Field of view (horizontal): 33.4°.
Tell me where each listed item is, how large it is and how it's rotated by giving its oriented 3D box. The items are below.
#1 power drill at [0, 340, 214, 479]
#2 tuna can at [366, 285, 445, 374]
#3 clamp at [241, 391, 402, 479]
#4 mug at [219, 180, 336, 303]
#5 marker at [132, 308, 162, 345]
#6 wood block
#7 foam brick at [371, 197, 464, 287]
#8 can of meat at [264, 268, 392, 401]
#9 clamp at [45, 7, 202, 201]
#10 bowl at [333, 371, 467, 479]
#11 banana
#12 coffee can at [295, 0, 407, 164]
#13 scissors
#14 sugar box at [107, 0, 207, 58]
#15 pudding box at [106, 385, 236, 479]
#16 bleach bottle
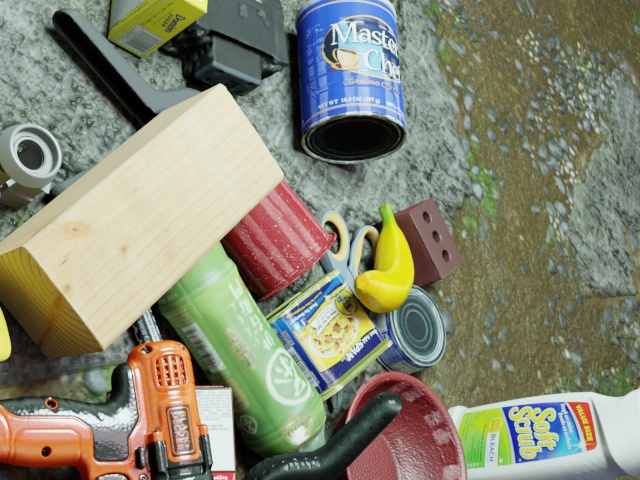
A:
[{"bbox_3d":[-0.158,0.162,0.697,0.187,0.057,0.184,-1,72,-31],"label":"power drill"},{"bbox_3d":[0.084,0.087,1.047,0.086,0.034,0.086,23,56,-39],"label":"tuna can"},{"bbox_3d":[0.004,0.200,0.838,0.120,0.171,0.039,66,-5,-22],"label":"clamp"},{"bbox_3d":[-0.056,0.001,0.907,0.117,0.093,0.081,-41,100,-11],"label":"mug"},{"bbox_3d":[-0.132,0.078,0.829,0.020,0.020,0.121,-18,85,-50],"label":"marker"},{"bbox_3d":[-0.134,-0.016,0.781,0.205,0.091,0.090,-47,111,-35],"label":"wood block"},{"bbox_3d":[0.100,0.004,1.090,0.052,0.051,0.078,-31,95,-50],"label":"foam brick"},{"bbox_3d":[0.000,0.084,0.930,0.101,0.058,0.084,-35,92,-41],"label":"can of meat"},{"bbox_3d":[-0.139,-0.082,0.886,0.209,0.036,0.164,22,62,-39],"label":"clamp"},{"bbox_3d":[0.060,0.201,0.949,0.161,0.055,0.162,23,56,-39],"label":"bowl"},{"bbox_3d":[0.058,0.029,0.986,0.069,0.037,0.197,55,17,-13],"label":"banana"},{"bbox_3d":[0.029,-0.160,1.054,0.102,0.103,0.140,18,59,-41],"label":"coffee can"},{"bbox_3d":[0.013,0.051,1.001,0.096,0.016,0.201,43,45,-22],"label":"scissors"},{"bbox_3d":[-0.137,-0.256,0.929,0.048,0.094,0.176,26,54,-38],"label":"sugar box"},{"bbox_3d":[-0.109,0.163,0.781,0.089,0.039,0.113,6,69,-30],"label":"pudding box"},{"bbox_3d":[0.225,0.180,0.985,0.068,0.251,0.102,39,47,-28],"label":"bleach bottle"}]
